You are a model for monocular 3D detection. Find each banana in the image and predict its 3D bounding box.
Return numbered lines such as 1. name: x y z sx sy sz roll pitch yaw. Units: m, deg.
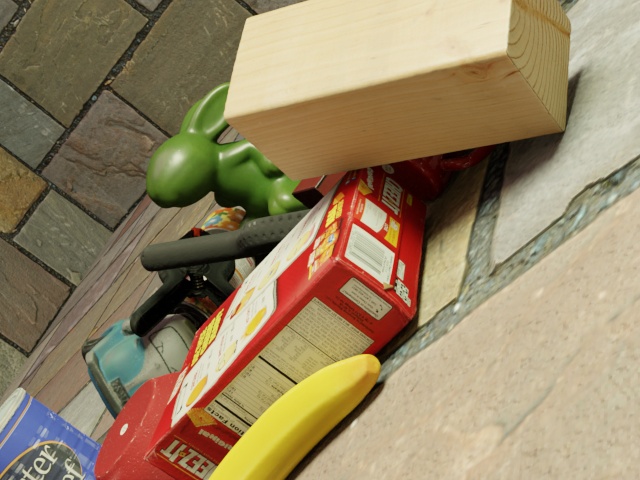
1. banana: -0.034 0.145 0.656 0.198 0.037 0.070 -54 30 -3

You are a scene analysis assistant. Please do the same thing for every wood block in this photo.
1. wood block: 0.050 -0.113 0.708 0.206 0.090 0.090 -9 58 33

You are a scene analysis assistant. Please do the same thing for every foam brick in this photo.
1. foam brick: 0.017 -0.049 0.976 0.051 0.053 0.078 -54 12 -12

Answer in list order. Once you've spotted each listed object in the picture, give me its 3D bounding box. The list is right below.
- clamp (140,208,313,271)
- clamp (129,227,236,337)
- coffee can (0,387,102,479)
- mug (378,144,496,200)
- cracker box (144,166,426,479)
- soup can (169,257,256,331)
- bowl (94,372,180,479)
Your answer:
1. clamp: -0.056 0.001 0.967 0.210 0.164 0.036 -19 77 56
2. clamp: -0.114 0.042 1.064 0.171 0.120 0.039 -82 -2 -56
3. coffee can: -0.249 0.216 0.975 0.103 0.140 0.103 -49 12 14
4. mug: 0.080 -0.081 0.792 0.117 0.093 0.081 17 69 38
5. cracker box: -0.020 0.062 0.752 0.214 0.072 0.164 -47 12 26
6. soup can: -0.120 0.052 1.148 0.069 0.068 0.102 -37 19 50
7. bowl: -0.139 0.167 0.882 0.162 0.055 0.162 -50 18 21
